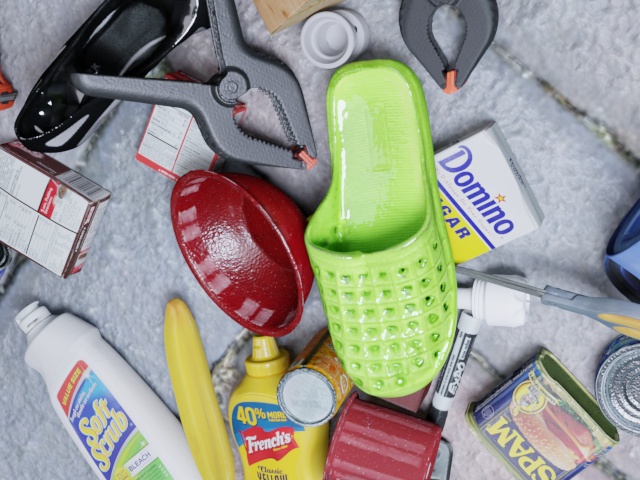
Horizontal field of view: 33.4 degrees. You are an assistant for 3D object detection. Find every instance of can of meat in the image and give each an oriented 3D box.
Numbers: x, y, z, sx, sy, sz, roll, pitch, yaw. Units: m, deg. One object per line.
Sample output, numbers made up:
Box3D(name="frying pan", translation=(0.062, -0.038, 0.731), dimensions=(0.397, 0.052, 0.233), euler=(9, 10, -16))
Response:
Box3D(name="can of meat", translation=(0.187, 0.154, 0.896), dimensions=(0.102, 0.057, 0.084), euler=(47, 111, 1))

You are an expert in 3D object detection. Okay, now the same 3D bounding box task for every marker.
Box3D(name="marker", translation=(0.114, 0.117, 0.930), dimensions=(0.020, 0.020, 0.121), euler=(20, 110, 13))

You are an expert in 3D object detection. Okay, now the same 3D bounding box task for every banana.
Box3D(name="banana", translation=(-0.110, 0.152, 0.992), dimensions=(0.070, 0.037, 0.198), euler=(-35, 72, 63))

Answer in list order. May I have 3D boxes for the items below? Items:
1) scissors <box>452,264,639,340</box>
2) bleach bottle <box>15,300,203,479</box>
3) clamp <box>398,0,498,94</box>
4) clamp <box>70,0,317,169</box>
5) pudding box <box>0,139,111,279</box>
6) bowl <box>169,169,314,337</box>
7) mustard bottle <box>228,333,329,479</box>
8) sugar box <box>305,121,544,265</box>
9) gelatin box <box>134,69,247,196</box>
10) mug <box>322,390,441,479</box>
Box3D(name="scissors", translation=(0.199, 0.052, 0.835), dimensions=(0.202, 0.096, 0.016), euler=(13, 78, 43))
Box3D(name="bleach bottle", translation=(-0.209, 0.167, 1.032), dimensions=(0.103, 0.068, 0.251), euler=(-43, 86, 22))
Box3D(name="clamp", translation=(0.107, -0.204, 0.836), dimensions=(0.120, 0.039, 0.171), euler=(-9, 105, 26))
Box3D(name="clamp", translation=(-0.088, -0.124, 0.879), dimensions=(0.164, 0.036, 0.210), euler=(-43, 113, -5))
Box3D(name="pudding box", translation=(-0.266, -0.030, 1.010), dimensions=(0.113, 0.039, 0.090), euler=(30, 112, 11))
Box3D(name="bowl", translation=(-0.056, 0.001, 0.916), dimensions=(0.162, 0.055, 0.162), euler=(31, 139, 31))
Box3D(name="mustard bottle", translation=(-0.036, 0.176, 0.976), dimensions=(0.096, 0.058, 0.191), euler=(-2, 103, 33))
Box3D(name="sugar box", translation=(0.086, -0.018, 0.889), dimensions=(0.176, 0.048, 0.093), euler=(-27, 95, 24))
Box3D(name="gelatin box", translation=(-0.115, -0.096, 0.945), dimensions=(0.073, 0.030, 0.089), euler=(29, 112, 11))
Box3D(name="mug", translation=(0.050, 0.192, 0.901), dimensions=(0.081, 0.117, 0.093), euler=(15, 130, 13))
